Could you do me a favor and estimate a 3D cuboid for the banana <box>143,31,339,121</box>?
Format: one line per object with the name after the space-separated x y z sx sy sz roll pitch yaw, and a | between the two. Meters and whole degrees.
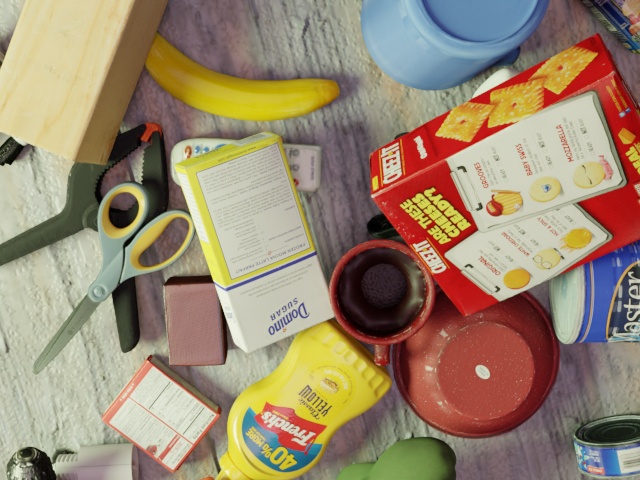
-0.084 -0.146 0.968 0.197 0.037 0.070 21 97 -4 | banana

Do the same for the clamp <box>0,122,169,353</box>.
-0.194 -0.010 0.985 0.164 0.036 0.210 36 96 -6 | clamp

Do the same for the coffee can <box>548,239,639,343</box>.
0.288 0.042 0.967 0.140 0.103 0.103 0 98 -1 | coffee can

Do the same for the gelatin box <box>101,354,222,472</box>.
-0.150 0.165 1.013 0.089 0.030 0.073 38 94 -6 | gelatin box

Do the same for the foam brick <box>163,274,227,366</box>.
-0.115 0.074 0.990 0.051 0.053 0.078 -4 97 -1 | foam brick

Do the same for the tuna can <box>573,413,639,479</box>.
0.281 0.191 0.996 0.086 0.086 0.034 -12 96 0 | tuna can

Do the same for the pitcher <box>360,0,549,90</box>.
0.097 -0.196 0.861 0.149 0.243 0.145 -17 96 0 | pitcher

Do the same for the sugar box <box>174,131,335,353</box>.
-0.056 0.001 0.946 0.093 0.048 0.176 -21 108 -18 | sugar box

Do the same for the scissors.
-0.205 0.025 0.961 0.201 0.016 0.096 -36 101 -1 | scissors

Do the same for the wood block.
-0.200 -0.178 0.912 0.090 0.091 0.206 22 94 4 | wood block

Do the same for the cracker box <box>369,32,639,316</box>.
0.172 -0.049 0.890 0.214 0.072 0.164 -26 124 21 | cracker box

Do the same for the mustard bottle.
-0.030 0.167 1.001 0.096 0.058 0.192 43 95 -11 | mustard bottle

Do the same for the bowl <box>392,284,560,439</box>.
0.150 0.116 0.999 0.162 0.055 0.162 0 98 -1 | bowl

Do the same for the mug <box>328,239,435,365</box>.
0.057 0.055 0.971 0.093 0.081 0.117 -3 93 4 | mug

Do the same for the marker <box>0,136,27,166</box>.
-0.256 -0.116 0.978 0.020 0.020 0.121 42 95 -6 | marker
